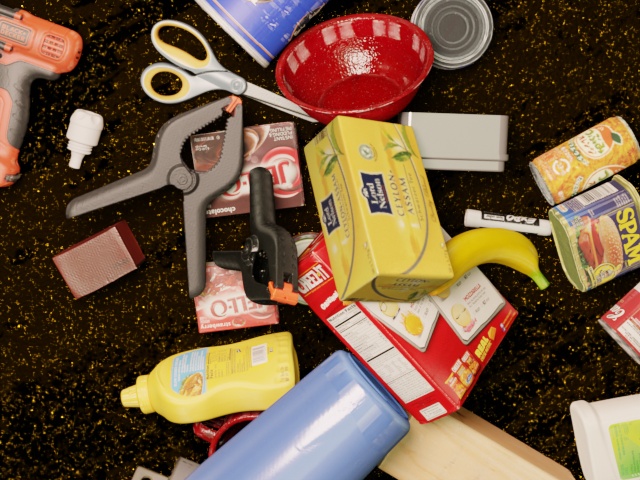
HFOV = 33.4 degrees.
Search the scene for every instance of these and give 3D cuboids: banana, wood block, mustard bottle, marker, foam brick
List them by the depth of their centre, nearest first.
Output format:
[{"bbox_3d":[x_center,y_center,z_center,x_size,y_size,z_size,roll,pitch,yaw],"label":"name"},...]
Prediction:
[{"bbox_3d":[0.171,0.019,1.111,0.037,0.197,0.070,-43,60,41],"label":"banana"},{"bbox_3d":[-0.119,0.153,1.147,0.191,0.096,0.058,-11,123,2],"label":"mustard bottle"},{"bbox_3d":[-0.238,0.020,1.152,0.078,0.051,0.053,-26,98,4],"label":"foam brick"},{"bbox_3d":[0.217,-0.017,1.158,0.121,0.020,0.020,8,98,-1],"label":"marker"},{"bbox_3d":[0.170,0.248,1.161,0.206,0.091,0.090,31,96,-4],"label":"wood block"}]

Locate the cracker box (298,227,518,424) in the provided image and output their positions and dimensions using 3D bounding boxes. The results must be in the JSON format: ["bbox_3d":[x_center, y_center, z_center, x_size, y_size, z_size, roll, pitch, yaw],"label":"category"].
[{"bbox_3d":[0.085,0.057,1.100,0.213,0.164,0.072,47,137,-5],"label":"cracker box"}]

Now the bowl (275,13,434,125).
[{"bbox_3d":[0.038,-0.164,1.093,0.162,0.162,0.055,-11,135,2],"label":"bowl"}]

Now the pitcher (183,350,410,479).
[{"bbox_3d":[-0.025,0.232,1.067,0.243,0.149,0.145,-43,81,2],"label":"pitcher"}]

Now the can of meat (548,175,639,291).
[{"bbox_3d":[0.295,-0.005,1.124,0.084,0.057,0.102,-24,119,-2],"label":"can of meat"}]

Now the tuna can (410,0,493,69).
[{"bbox_3d":[0.138,-0.223,1.121,0.086,0.034,0.086,0,98,0],"label":"tuna can"}]

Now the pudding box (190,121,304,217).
[{"bbox_3d":[-0.077,-0.076,1.142,0.113,0.039,0.090,-7,99,2],"label":"pudding box"}]

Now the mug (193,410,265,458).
[{"bbox_3d":[-0.083,0.219,1.163,0.117,0.081,0.093,20,98,-3],"label":"mug"}]

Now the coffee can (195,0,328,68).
[{"bbox_3d":[-0.044,-0.261,1.083,0.103,0.103,0.140,44,96,-5],"label":"coffee can"}]

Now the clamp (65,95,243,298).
[{"bbox_3d":[-0.137,-0.054,1.106,0.164,0.036,0.210,41,93,-10],"label":"clamp"}]

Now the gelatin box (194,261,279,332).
[{"bbox_3d":[-0.092,0.059,1.166,0.089,0.030,0.073,-6,98,2],"label":"gelatin box"}]

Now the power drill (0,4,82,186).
[{"bbox_3d":[-0.362,-0.162,1.123,0.184,0.057,0.188,19,98,-2],"label":"power drill"}]

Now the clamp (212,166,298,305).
[{"bbox_3d":[-0.057,0.001,1.065,0.039,0.172,0.120,7,110,-30],"label":"clamp"}]

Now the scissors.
[{"bbox_3d":[-0.106,-0.155,1.143,0.201,0.016,0.096,38,98,-5],"label":"scissors"}]
